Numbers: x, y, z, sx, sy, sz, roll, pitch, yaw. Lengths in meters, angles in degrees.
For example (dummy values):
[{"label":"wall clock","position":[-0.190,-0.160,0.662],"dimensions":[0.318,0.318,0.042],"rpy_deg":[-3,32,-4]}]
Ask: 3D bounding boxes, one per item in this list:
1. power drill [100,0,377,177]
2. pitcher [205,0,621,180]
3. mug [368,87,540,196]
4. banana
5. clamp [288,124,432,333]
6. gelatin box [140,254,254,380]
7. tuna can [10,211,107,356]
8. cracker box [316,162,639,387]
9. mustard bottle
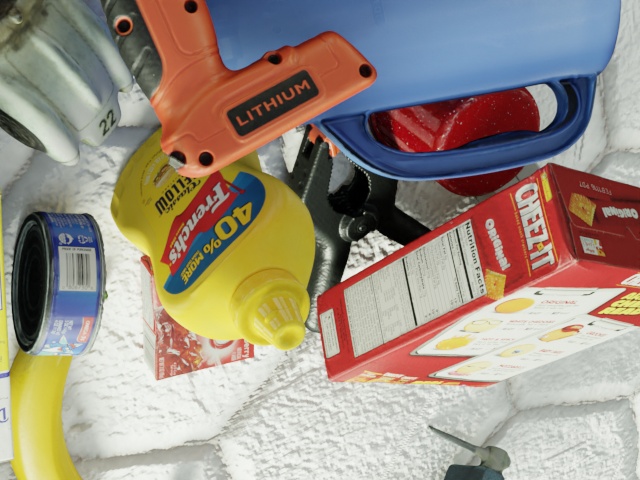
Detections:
[{"label":"power drill","position":[-0.050,-0.138,0.493],"dimensions":[0.184,0.057,0.187],"rpy_deg":[-31,97,-3]},{"label":"pitcher","position":[0.032,-0.120,0.588],"dimensions":[0.242,0.149,0.145],"rpy_deg":[-14,140,-4]},{"label":"mug","position":[0.089,-0.090,0.699],"dimensions":[0.093,0.082,0.117],"rpy_deg":[-20,127,-18]},{"label":"banana","position":[-0.176,0.123,0.710],"dimensions":[0.069,0.037,0.198],"rpy_deg":[-5,121,-26]},{"label":"clamp","position":[0.015,-0.009,0.737],"dimensions":[0.120,0.039,0.171],"rpy_deg":[-39,132,-8]},{"label":"gelatin box","position":[-0.082,0.045,0.720],"dimensions":[0.073,0.030,0.089],"rpy_deg":[-11,124,-24]},{"label":"tuna can","position":[-0.156,0.025,0.629],"dimensions":[0.033,0.086,0.086],"rpy_deg":[3,117,-30]},{"label":"cracker box","position":[0.126,0.033,0.702],"dimensions":[0.163,0.072,0.214],"rpy_deg":[9,151,-40]},{"label":"mustard bottle","position":[-0.054,0.001,0.600],"dimensions":[0.096,0.192,0.058],"rpy_deg":[-45,130,4]}]
